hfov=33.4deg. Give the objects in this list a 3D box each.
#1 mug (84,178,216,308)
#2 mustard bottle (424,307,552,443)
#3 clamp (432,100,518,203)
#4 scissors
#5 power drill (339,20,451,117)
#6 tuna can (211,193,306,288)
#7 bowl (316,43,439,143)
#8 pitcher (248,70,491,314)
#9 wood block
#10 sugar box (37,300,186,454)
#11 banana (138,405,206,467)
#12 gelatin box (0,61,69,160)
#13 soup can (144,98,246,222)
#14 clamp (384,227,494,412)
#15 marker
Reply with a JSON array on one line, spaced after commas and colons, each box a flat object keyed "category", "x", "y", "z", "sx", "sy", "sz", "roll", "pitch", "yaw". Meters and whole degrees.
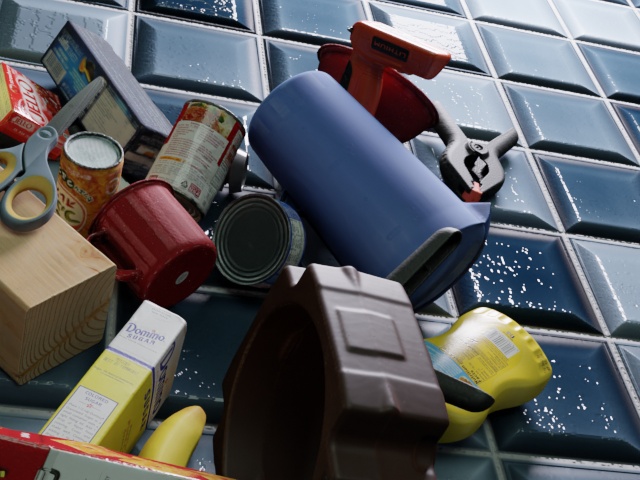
[{"category": "mug", "x": -0.153, "y": 0.008, "z": 0.937, "sx": 0.117, "sy": 0.093, "sz": 0.081, "roll": -12, "pitch": 50, "yaw": -48}, {"category": "mustard bottle", "x": 0.110, "y": 0.125, "z": 0.928, "sx": 0.191, "sy": 0.058, "sz": 0.096, "roll": -20, "pitch": 55, "yaw": -40}, {"category": "clamp", "x": 0.169, "y": -0.104, "z": 1.255, "sx": 0.120, "sy": 0.039, "sz": 0.171, "roll": 19, "pitch": 37, "yaw": 3}, {"category": "scissors", "x": -0.223, "y": -0.072, "z": 0.899, "sx": 0.096, "sy": 0.016, "sz": 0.201, "roll": 36, "pitch": 49, "yaw": 16}, {"category": "power drill", "x": 0.066, "y": -0.121, "z": 1.113, "sx": 0.184, "sy": 0.188, "sz": 0.057, "roll": 28, "pitch": 19, "yaw": 18}, {"category": "tuna can", "x": -0.056, "y": 0.001, "z": 0.989, "sx": 0.086, "sy": 0.086, "sz": 0.033, "roll": 44, "pitch": 13, "yaw": 29}, {"category": "bowl", "x": 0.053, "y": -0.153, "z": 1.213, "sx": 0.162, "sy": 0.162, "sz": 0.055, "roll": 29, "pitch": 81, "yaw": 13}, {"category": "pitcher", "x": 0.030, "y": -0.042, "z": 1.025, "sx": 0.148, "sy": 0.145, "sz": 0.243, "roll": -16, "pitch": 57, "yaw": -44}, {"category": "wood block", "x": -0.276, "y": 0.010, "z": 0.884, "sx": 0.206, "sy": 0.090, "sz": 0.090, "roll": 37, "pitch": 41, "yaw": 22}, {"category": "sugar box", "x": -0.157, "y": 0.132, "z": 0.779, "sx": 0.048, "sy": 0.093, "sz": 0.176, "roll": 25, "pitch": 38, "yaw": 8}, {"category": "banana", "x": -0.108, "y": 0.196, "z": 0.770, "sx": 0.069, "sy": 0.037, "sz": 0.198, "roll": 17, "pitch": 35, "yaw": -26}, {"category": "gelatin box", "x": -0.293, "y": -0.130, "z": 1.074, "sx": 0.073, "sy": 0.030, "sz": 0.089, "roll": 32, "pitch": 22, "yaw": -42}, {"category": "soup can", "x": -0.123, "y": -0.076, "z": 1.032, "sx": 0.068, "sy": 0.068, "sz": 0.102, "roll": 22, "pitch": 68, "yaw": 5}, {"category": "clamp", "x": 0.038, "y": 0.089, "z": 0.881, "sx": 0.210, "sy": 0.036, "sz": 0.164, "roll": -20, "pitch": 56, "yaw": 9}, {"category": "marker", "x": -0.222, "y": -0.078, "z": 1.075, "sx": 0.020, "sy": 0.020, "sz": 0.121, "roll": -16, "pitch": 49, "yaw": -37}]
